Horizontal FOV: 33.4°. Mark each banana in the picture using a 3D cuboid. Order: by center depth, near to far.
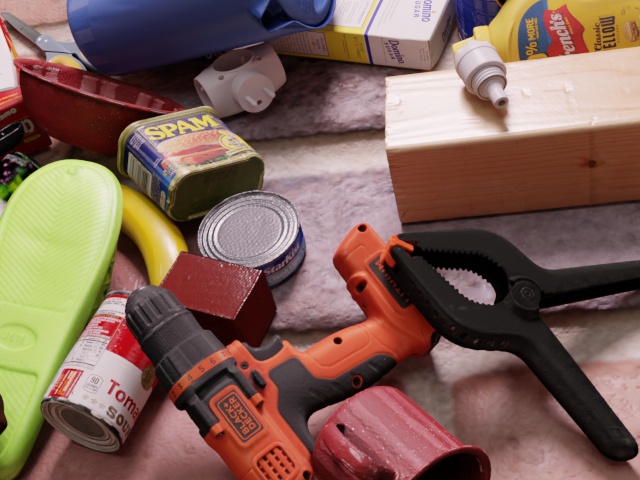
[{"bbox_3d":[-0.160,-0.005,0.910,0.069,0.037,0.198,-30,49,-12],"label":"banana"}]

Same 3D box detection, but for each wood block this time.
[{"bbox_3d":[0.160,-0.083,0.860,0.206,0.091,0.090,-5,49,10],"label":"wood block"}]

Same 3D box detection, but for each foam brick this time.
[{"bbox_3d":[-0.081,0.049,0.831,0.078,0.053,0.051,13,54,24],"label":"foam brick"}]

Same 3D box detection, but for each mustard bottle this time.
[{"bbox_3d":[0.211,-0.178,0.927,0.192,0.096,0.058,-8,24,8],"label":"mustard bottle"}]

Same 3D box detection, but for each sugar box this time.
[{"bbox_3d":[0.039,-0.218,1.041,0.176,0.048,0.093,12,56,20],"label":"sugar box"}]

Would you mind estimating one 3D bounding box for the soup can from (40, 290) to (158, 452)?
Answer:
[{"bbox_3d":[-0.155,0.097,0.797,0.069,0.068,0.102,11,53,22],"label":"soup can"}]

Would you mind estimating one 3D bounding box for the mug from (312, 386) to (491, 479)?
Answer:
[{"bbox_3d":[0.042,0.144,0.679,0.082,0.117,0.093,38,96,42],"label":"mug"}]

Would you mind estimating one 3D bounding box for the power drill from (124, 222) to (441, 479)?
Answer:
[{"bbox_3d":[-0.022,0.069,0.759,0.187,0.057,0.184,-36,79,-17],"label":"power drill"}]

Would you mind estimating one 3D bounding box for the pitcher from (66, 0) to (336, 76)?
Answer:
[{"bbox_3d":[-0.114,-0.242,1.007,0.243,0.145,0.149,-10,7,29],"label":"pitcher"}]

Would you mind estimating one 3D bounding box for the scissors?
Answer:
[{"bbox_3d":[-0.272,-0.213,1.137,0.096,0.016,0.202,-26,48,-11],"label":"scissors"}]

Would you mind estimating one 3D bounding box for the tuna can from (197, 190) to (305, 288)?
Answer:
[{"bbox_3d":[-0.056,0.001,0.880,0.086,0.034,0.086,-7,48,8],"label":"tuna can"}]

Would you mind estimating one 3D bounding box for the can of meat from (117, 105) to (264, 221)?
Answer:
[{"bbox_3d":[-0.110,-0.066,0.923,0.101,0.057,0.084,-18,45,-35],"label":"can of meat"}]

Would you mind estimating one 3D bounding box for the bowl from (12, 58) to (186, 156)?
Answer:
[{"bbox_3d":[-0.207,-0.117,0.975,0.162,0.161,0.055,26,103,31],"label":"bowl"}]

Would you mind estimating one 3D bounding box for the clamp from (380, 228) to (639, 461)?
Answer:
[{"bbox_3d":[0.145,0.040,0.749,0.210,0.036,0.164,29,54,4],"label":"clamp"}]
